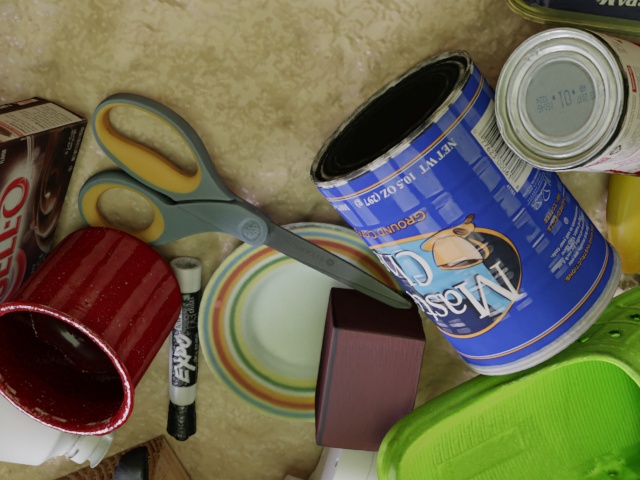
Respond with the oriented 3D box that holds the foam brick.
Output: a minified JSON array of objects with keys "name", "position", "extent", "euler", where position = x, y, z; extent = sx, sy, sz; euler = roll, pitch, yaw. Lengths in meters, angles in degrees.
[{"name":"foam brick","position":[0.026,0.073,0.604],"extent":[0.051,0.053,0.078],"euler":[6,115,-4]}]

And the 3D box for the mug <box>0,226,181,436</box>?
[{"name":"mug","position":[-0.126,0.056,0.594],"extent":[0.093,0.081,0.117],"euler":[4,127,20]}]

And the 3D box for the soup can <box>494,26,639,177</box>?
[{"name":"soup can","position":[0.138,-0.066,0.522],"extent":[0.069,0.102,0.068],"euler":[2,93,39]}]

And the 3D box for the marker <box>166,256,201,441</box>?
[{"name":"marker","position":[-0.083,0.068,0.643],"extent":[0.020,0.020,0.121],"euler":[4,114,-2]}]

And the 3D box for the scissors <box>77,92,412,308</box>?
[{"name":"scissors","position":[-0.054,0.001,0.596],"extent":[0.201,0.016,0.096],"euler":[41,115,-4]}]

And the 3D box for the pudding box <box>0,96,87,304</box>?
[{"name":"pudding box","position":[-0.175,-0.015,0.565],"extent":[0.039,0.090,0.114],"euler":[24,112,12]}]

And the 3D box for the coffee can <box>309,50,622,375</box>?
[{"name":"coffee can","position":[0.077,-0.013,0.562],"extent":[0.103,0.103,0.140],"euler":[-36,109,14]}]
